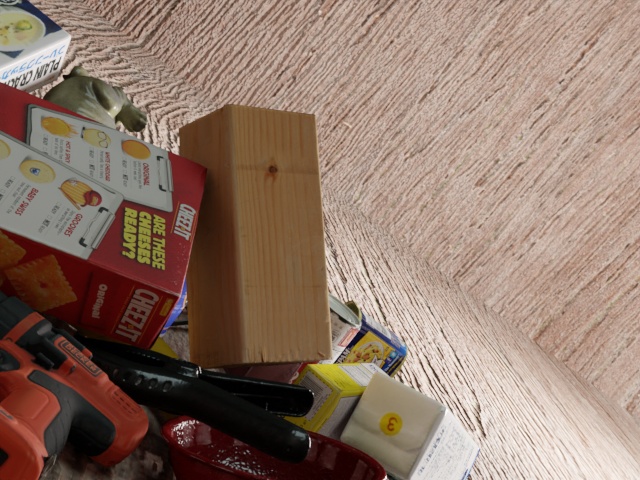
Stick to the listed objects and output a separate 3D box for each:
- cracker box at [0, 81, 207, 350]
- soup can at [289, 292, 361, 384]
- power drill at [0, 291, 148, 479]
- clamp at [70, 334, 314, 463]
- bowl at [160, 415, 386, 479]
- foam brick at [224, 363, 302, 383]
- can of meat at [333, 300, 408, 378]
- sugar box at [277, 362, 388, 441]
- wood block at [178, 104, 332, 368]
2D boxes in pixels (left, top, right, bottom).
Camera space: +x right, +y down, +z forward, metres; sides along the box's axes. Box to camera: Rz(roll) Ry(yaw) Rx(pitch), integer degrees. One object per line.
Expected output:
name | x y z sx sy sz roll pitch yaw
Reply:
cracker box | -0.203 -0.026 0.795 0.213 0.072 0.164 22 36 -14
soup can | -0.013 0.108 1.128 0.068 0.102 0.068 37 9 -7
power drill | -0.199 0.084 0.644 0.184 0.057 0.187 38 9 1
clamp | -0.098 0.107 0.786 0.210 0.036 0.164 17 2 7
bowl | -0.038 0.171 0.747 0.162 0.055 0.162 12 2 -1
foam brick | -0.065 0.113 1.061 0.052 0.051 0.078 31 12 -38
can of meat | 0.038 0.133 1.214 0.083 0.102 0.057 37 9 -22
sugar box | 0.008 0.159 0.981 0.048 0.093 0.176 39 8 18
wood block | -0.055 0.001 0.891 0.090 0.206 0.090 2 -10 -35
